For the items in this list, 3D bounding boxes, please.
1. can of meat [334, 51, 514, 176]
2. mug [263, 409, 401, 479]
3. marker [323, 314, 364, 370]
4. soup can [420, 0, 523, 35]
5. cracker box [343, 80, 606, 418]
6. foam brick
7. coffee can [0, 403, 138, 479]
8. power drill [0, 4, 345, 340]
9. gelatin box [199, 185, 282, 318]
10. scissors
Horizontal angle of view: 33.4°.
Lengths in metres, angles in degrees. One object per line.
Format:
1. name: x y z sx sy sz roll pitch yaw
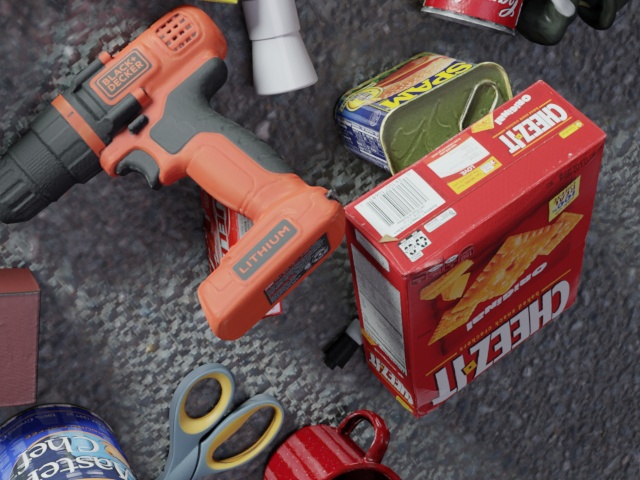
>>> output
1. can of meat: 0.070 -0.088 0.741 0.102 0.084 0.057 -29 116 -14
2. mug: 0.013 0.180 0.802 0.093 0.082 0.117 24 95 -29
3. marker: 0.046 0.051 0.811 0.121 0.020 0.020 -48 119 -4
4. soup can: 0.115 -0.199 0.736 0.068 0.069 0.102 10 102 -27
5. cracker box: 0.107 0.015 0.741 0.164 0.072 0.213 -33 149 -14
6. foam brick: -0.208 0.062 0.679 0.051 0.053 0.078 -1 107 -25
7. coffee can: -0.162 0.180 0.688 0.102 0.140 0.103 -8 109 -23
8. power drill: -0.092 -0.031 0.643 0.184 0.057 0.188 -42 75 -5
9. gelatin box: -0.055 0.001 0.718 0.030 0.073 0.089 -12 111 -21
10. scissors: -0.118 0.164 0.775 0.201 0.016 0.096 -33 115 -12
